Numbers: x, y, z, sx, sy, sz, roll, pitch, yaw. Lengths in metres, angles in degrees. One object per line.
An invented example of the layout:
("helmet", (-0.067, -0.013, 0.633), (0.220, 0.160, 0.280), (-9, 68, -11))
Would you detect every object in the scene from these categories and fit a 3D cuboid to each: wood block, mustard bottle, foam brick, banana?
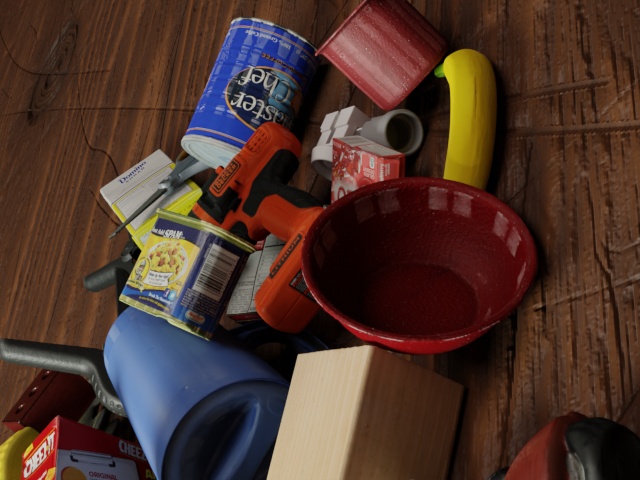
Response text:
("wood block", (0.019, 0.184, 0.714), (0.091, 0.090, 0.206), (-15, 55, 53))
("mustard bottle", (-0.342, 0.264, 1.040), (0.192, 0.058, 0.096), (-36, 27, 23))
("foam brick", (-0.276, 0.170, 1.095), (0.053, 0.051, 0.078), (-15, 36, 54))
("banana", (0.115, -0.087, 0.837), (0.070, 0.037, 0.197), (108, 170, -52))

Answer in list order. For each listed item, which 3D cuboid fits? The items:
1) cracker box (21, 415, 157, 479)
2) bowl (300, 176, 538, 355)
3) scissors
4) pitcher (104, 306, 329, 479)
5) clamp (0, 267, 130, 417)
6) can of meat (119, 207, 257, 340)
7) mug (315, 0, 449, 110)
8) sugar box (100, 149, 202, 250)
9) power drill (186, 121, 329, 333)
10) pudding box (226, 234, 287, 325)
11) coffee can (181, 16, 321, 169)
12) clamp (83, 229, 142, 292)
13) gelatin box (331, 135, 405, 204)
("cracker box", (-0.163, 0.267, 0.858), (0.072, 0.164, 0.214), (-44, 35, 27))
("bowl", (0.068, 0.027, 0.745), (0.162, 0.162, 0.055), (-100, 4, -47))
("scissors", (-0.149, -0.069, 1.172), (0.096, 0.016, 0.201), (-13, 30, 33))
("pitcher", (-0.094, 0.127, 0.902), (0.243, 0.149, 0.145), (35, 115, 60))
("clamp", (-0.197, 0.112, 1.077), (0.164, 0.210, 0.036), (-43, -30, -37))
("can of meat", (-0.110, 0.027, 0.870), (0.102, 0.057, 0.084), (15, 78, 51))
("mug", (0.058, -0.171, 0.928), (0.093, 0.081, 0.117), (-45, 7, 24))
("sugar box", (-0.191, -0.044, 1.241), (0.093, 0.048, 0.176), (-35, 27, -7))
("power drill", (-0.056, 0.001, 0.919), (0.184, 0.057, 0.188), (-53, 40, 6))
("pudding box", (-0.036, 0.023, 0.980), (0.090, 0.039, 0.113), (-8, 63, 54))
("coffee can", (-0.070, -0.143, 1.100), (0.103, 0.102, 0.140), (3, 70, 58))
("clamp", (-0.215, 0.009, 1.272), (0.172, 0.039, 0.120), (0, 66, 49))
("gelatin box", (0.038, -0.044, 0.893), (0.089, 0.030, 0.073), (-146, 53, -61))
